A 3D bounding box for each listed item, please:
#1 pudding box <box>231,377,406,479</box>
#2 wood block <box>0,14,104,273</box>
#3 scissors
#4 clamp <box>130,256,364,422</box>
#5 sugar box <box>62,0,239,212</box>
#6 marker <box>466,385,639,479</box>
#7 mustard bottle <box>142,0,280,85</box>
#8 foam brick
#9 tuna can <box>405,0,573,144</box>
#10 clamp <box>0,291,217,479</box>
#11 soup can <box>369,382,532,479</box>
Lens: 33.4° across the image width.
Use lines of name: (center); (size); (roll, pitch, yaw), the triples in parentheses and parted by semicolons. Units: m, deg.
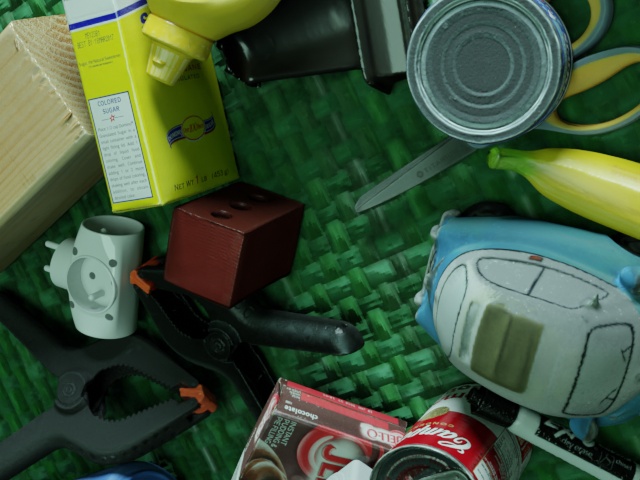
pudding box: (-0.006, 0.150, 0.688); (0.090, 0.039, 0.114); (21, 124, -7)
wood block: (-0.217, -0.055, 0.736); (0.206, 0.090, 0.091); (-37, 87, 30)
scissors: (0.094, -0.083, 0.609); (0.202, 0.016, 0.096); (-14, 95, 29)
clamp: (-0.057, 0.073, 0.718); (0.172, 0.039, 0.120); (28, 117, 23)
sugar box: (-0.107, -0.113, 0.660); (0.048, 0.093, 0.176); (-5, 102, 28)
marker: (0.138, 0.116, 0.613); (0.121, 0.020, 0.020); (28, 117, -6)
mustard bottle: (-0.054, -0.179, 0.607); (0.096, 0.058, 0.192); (27, 98, 20)
foam brick: (-0.054, 0.001, 0.674); (0.053, 0.078, 0.051); (21, 114, 21)
tuna can: (0.090, -0.095, 0.573); (0.086, 0.033, 0.086); (4, 103, 20)
clamp: (-0.177, 0.121, 0.760); (0.210, 0.036, 0.164); (4, 68, 20)
soup can: (0.079, 0.132, 0.625); (0.069, 0.102, 0.068); (8, 107, 26)
